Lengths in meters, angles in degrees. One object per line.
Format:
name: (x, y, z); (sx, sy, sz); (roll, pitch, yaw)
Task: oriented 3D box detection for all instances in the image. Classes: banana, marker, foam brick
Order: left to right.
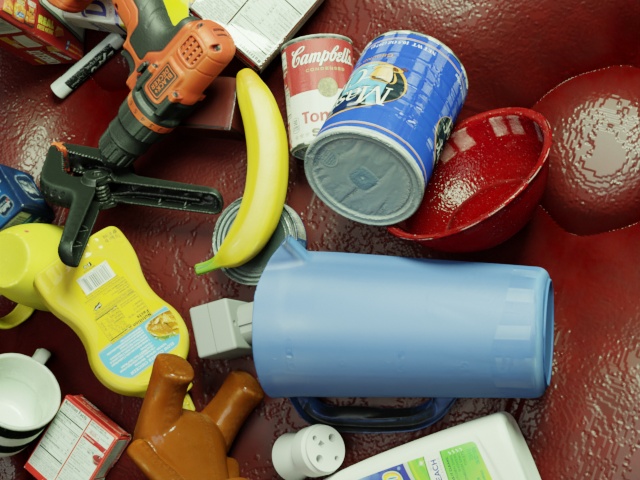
marker: (-0.230, -0.192, 1.107); (0.121, 0.020, 0.020); (-38, 72, 11)
foam brick: (-0.108, -0.129, 1.036); (0.078, 0.053, 0.051); (7, 85, 20)
banana: (-0.063, -0.059, 0.976); (0.069, 0.037, 0.198); (12, 83, 2)

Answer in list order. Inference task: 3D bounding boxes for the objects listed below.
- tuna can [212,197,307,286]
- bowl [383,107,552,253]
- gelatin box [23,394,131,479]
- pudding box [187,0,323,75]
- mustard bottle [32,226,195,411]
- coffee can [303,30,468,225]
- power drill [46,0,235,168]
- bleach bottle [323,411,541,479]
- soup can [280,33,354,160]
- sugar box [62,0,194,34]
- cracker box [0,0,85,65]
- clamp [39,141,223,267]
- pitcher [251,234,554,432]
tuna can: (-0.057, 0.001, 1.010); (0.086, 0.033, 0.086); (-3, 82, 19)
bowl: (0.133, -0.041, 0.909); (0.162, 0.055, 0.162); (-28, 30, 17)
gelatin box: (-0.239, 0.208, 1.051); (0.073, 0.030, 0.089); (33, 94, 22)
pudding box: (-0.056, -0.228, 1.009); (0.090, 0.039, 0.113); (41, 86, -5)
mustard bottle: (-0.181, 0.088, 1.012); (0.096, 0.058, 0.191); (-36, 92, -22)
coffee can: (0.058, -0.097, 0.910); (0.103, 0.103, 0.140); (9, 48, 21)
power drill: (-0.183, -0.184, 0.998); (0.185, 0.057, 0.188); (-41, 79, 28)
bleach bottle: (0.063, 0.236, 0.921); (0.251, 0.068, 0.102); (-26, 75, 18)
soup can: (0.001, -0.131, 0.988); (0.069, 0.068, 0.102); (-9, 80, 19)
sugar box: (-0.163, -0.249, 1.060); (0.176, 0.048, 0.093); (10, 87, 8)
cracker box: (-0.299, -0.301, 1.070); (0.072, 0.164, 0.214); (0, 83, 18)
clamp: (-0.217, -0.044, 1.025); (0.210, 0.164, 0.036); (28, 132, 40)
pitcher: (0.073, 0.083, 0.911); (0.243, 0.149, 0.145); (1, 68, 17)
